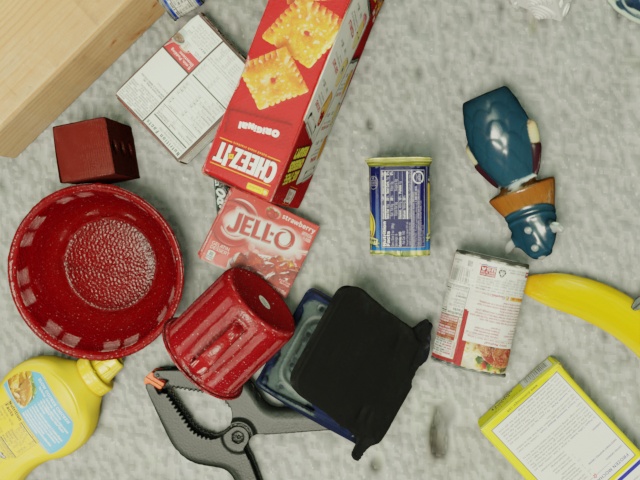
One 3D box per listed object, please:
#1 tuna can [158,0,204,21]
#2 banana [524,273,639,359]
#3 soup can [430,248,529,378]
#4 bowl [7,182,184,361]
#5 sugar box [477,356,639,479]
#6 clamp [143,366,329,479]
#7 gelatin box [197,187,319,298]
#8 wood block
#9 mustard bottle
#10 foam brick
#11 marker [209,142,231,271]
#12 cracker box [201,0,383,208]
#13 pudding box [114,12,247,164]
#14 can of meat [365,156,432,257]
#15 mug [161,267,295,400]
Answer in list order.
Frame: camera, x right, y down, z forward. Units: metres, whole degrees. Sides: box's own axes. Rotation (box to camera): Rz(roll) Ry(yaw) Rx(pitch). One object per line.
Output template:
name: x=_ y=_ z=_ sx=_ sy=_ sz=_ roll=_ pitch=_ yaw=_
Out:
tuna can: x=-0.139 y=-0.243 z=0.961 sx=0.034 sy=0.086 sz=0.086 roll=-29 pitch=88 yaw=4
banana: x=0.269 y=0.087 z=0.945 sx=0.069 sy=0.037 sz=0.198 roll=-44 pitch=86 yaw=3
soup can: x=0.141 y=0.063 z=0.943 sx=0.068 sy=0.068 sz=0.102 roll=13 pitch=91 yaw=6
bowl: x=-0.200 y=0.026 z=0.980 sx=0.162 sy=0.055 sz=0.162 roll=1 pitch=97 yaw=4
sugar box: x=0.233 y=0.199 z=0.947 sx=0.093 sy=0.048 sz=0.176 roll=-42 pitch=90 yaw=5
clamp: x=-0.074 y=0.188 z=0.982 sx=0.210 sy=0.036 sz=0.164 roll=26 pitch=93 yaw=1
gelatin box: x=-0.056 y=0.001 z=0.969 sx=0.089 sy=0.030 sz=0.073 roll=26 pitch=86 yaw=-10
wood block: x=-0.251 y=-0.179 z=0.971 sx=0.206 sy=0.090 sz=0.091 roll=-43 pitch=85 yaw=5
mustard bottle: x=-0.264 y=0.162 z=0.991 sx=0.191 sy=0.058 sz=0.096 roll=-35 pitch=86 yaw=5
foam brick: x=-0.204 y=-0.079 z=0.973 sx=0.051 sy=0.078 sz=0.053 roll=-9 pitch=89 yaw=7
marker: x=-0.088 y=-0.031 z=0.990 sx=0.020 sy=0.020 sz=0.121 roll=-5 pitch=90 yaw=6
cracker box: x=-0.020 y=-0.140 z=0.910 sx=0.072 sy=0.164 sz=0.214 roll=23 pitch=93 yaw=7
pudding box: x=-0.118 y=-0.140 z=0.984 sx=0.113 sy=0.039 sz=0.090 roll=-43 pitch=87 yaw=7
can of meat: x=0.069 y=-0.030 z=0.934 sx=0.057 sy=0.102 sz=0.084 roll=-1 pitch=92 yaw=5
mug: x=-0.079 y=0.080 z=0.916 sx=0.093 sy=0.117 sz=0.082 roll=46 pitch=108 yaw=1
